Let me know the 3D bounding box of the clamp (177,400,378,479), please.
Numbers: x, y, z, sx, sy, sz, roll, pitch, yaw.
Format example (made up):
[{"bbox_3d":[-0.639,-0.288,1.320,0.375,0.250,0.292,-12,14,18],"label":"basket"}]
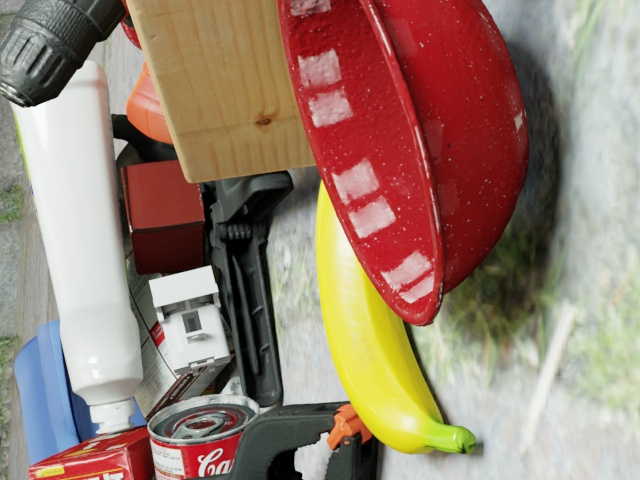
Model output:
[{"bbox_3d":[-0.018,0.149,0.558,0.120,0.039,0.172,50,128,5],"label":"clamp"}]

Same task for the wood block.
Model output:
[{"bbox_3d":[-0.044,-0.122,0.524,0.206,0.091,0.090,84,178,-63],"label":"wood block"}]

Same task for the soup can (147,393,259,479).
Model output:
[{"bbox_3d":[-0.064,0.154,0.652,0.069,0.068,0.102,-153,54,-68],"label":"soup can"}]

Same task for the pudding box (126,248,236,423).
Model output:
[{"bbox_3d":[-0.119,0.065,0.798,0.090,0.039,0.113,-50,57,31],"label":"pudding box"}]

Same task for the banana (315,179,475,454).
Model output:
[{"bbox_3d":[0.028,0.021,0.503,0.070,0.037,0.198,-37,51,33],"label":"banana"}]

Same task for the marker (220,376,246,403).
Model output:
[{"bbox_3d":[-0.074,0.129,0.779,0.121,0.020,0.020,126,142,-56],"label":"marker"}]

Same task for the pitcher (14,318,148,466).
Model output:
[{"bbox_3d":[-0.196,0.193,0.937,0.145,0.149,0.243,-48,44,33],"label":"pitcher"}]

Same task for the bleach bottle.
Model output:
[{"bbox_3d":[-0.164,0.009,0.746,0.103,0.068,0.251,161,100,-80],"label":"bleach bottle"}]

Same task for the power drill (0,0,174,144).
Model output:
[{"bbox_3d":[-0.107,-0.129,0.638,0.184,0.057,0.187,-59,-16,-12],"label":"power drill"}]

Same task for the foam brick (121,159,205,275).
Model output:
[{"bbox_3d":[-0.108,-0.015,0.746,0.078,0.051,0.053,105,155,-67],"label":"foam brick"}]

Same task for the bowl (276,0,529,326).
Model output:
[{"bbox_3d":[0.035,-0.051,0.414,0.162,0.055,0.162,161,90,-80],"label":"bowl"}]

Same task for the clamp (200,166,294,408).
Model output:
[{"bbox_3d":[-0.055,0.001,0.717,0.210,0.036,0.164,-126,36,-63],"label":"clamp"}]
